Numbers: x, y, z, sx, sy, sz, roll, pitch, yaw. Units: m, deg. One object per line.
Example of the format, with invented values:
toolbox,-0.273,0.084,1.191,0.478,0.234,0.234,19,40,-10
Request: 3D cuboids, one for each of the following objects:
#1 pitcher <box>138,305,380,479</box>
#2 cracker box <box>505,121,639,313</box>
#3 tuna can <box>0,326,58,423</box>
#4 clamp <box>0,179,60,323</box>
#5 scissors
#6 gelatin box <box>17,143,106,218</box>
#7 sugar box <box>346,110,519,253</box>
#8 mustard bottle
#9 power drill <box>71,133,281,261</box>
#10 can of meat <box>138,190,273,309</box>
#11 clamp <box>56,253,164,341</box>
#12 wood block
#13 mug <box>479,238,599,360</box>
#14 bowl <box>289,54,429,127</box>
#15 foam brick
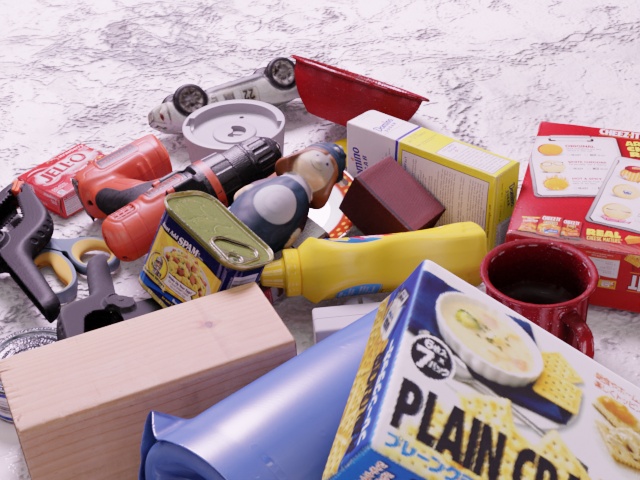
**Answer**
pitcher,0.011,0.145,0.735,0.145,0.149,0.242,10,31,44
cracker box,0.267,-0.025,0.987,0.164,0.072,0.213,9,36,15
tuna can,-0.234,0.109,0.875,0.086,0.034,0.086,-3,35,2
clamp,-0.313,0.017,0.997,0.164,0.036,0.210,-11,38,2
scissors,-0.260,-0.004,1.052,0.096,0.016,0.202,-18,38,-15
gelatin box,-0.262,-0.065,1.128,0.073,0.030,0.089,24,43,34
sugar box,0.105,-0.057,1.028,0.176,0.093,0.048,27,43,36
mustard bottle,0.043,0.021,0.927,0.191,0.058,0.096,-6,-3,-7
power drill,-0.147,-0.056,1.025,0.184,0.057,0.188,-31,24,-20
can of meat,-0.098,0.022,0.890,0.102,0.084,0.057,41,31,27
clamp,-0.160,0.065,0.899,0.120,0.039,0.171,8,26,3
wood block,-0.126,0.116,0.807,0.205,0.090,0.091,-17,36,-18
mug,0.181,0.063,0.860,0.093,0.081,0.117,-19,38,-21
bowl,0.036,-0.155,1.175,0.162,0.055,0.162,17,11,-4
foam brick,0.066,-0.030,1.005,0.078,0.053,0.051,45,53,11
